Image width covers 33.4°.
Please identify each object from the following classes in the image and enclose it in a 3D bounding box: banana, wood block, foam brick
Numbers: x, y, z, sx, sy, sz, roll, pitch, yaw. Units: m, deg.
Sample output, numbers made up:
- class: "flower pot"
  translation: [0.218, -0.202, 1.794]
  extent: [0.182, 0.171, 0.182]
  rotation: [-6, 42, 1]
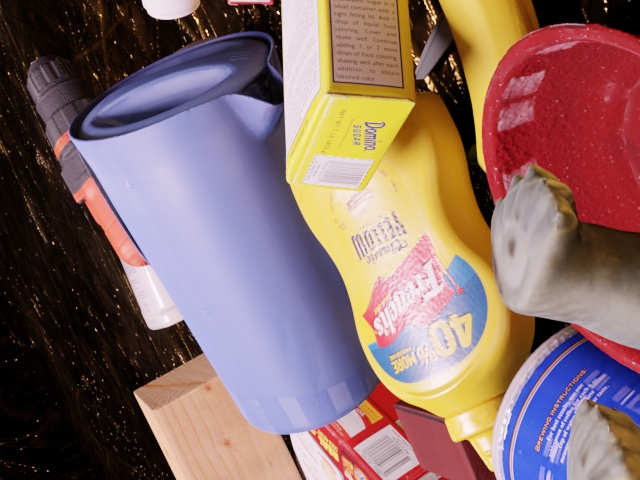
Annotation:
- class: "banana"
  translation: [0.074, -0.087, 0.490]
  extent: [0.070, 0.037, 0.197]
  rotation: [31, 155, 37]
- class: "wood block"
  translation: [-0.074, 0.209, 0.938]
  extent: [0.206, 0.090, 0.091]
  rotation: [66, 163, -11]
- class: "foam brick"
  translation: [0.095, 0.122, 0.702]
  extent: [0.078, 0.053, 0.051]
  rotation: [1, 117, 66]

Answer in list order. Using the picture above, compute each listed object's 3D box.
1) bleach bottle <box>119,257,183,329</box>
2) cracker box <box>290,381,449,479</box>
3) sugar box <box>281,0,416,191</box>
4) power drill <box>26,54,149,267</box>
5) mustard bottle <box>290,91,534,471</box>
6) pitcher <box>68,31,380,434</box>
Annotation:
- class: "bleach bottle"
  translation: [-0.204, -0.029, 1.152]
  extent: [0.251, 0.068, 0.103]
  rotation: [65, 157, -3]
- class: "cracker box"
  translation: [0.049, 0.211, 0.879]
  extent: [0.164, 0.072, 0.214]
  rotation: [39, 150, 46]
- class: "sugar box"
  translation: [0.009, -0.122, 0.509]
  extent: [0.093, 0.048, 0.176]
  rotation: [121, 152, -65]
- class: "power drill"
  translation: [-0.140, -0.058, 0.852]
  extent: [0.184, 0.057, 0.187]
  rotation: [59, -161, 15]
- class: "mustard bottle"
  translation: [0.057, 0.026, 0.552]
  extent: [0.096, 0.058, 0.192]
  rotation: [-31, 77, 35]
- class: "pitcher"
  translation: [-0.054, 0.001, 0.684]
  extent: [0.149, 0.145, 0.243]
  rotation: [-115, 1, -65]
